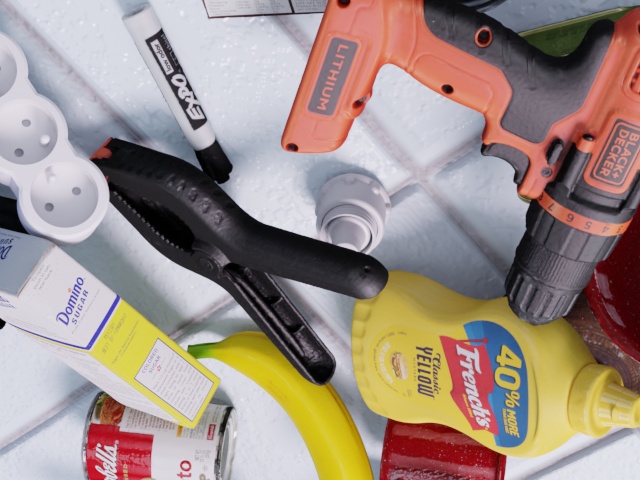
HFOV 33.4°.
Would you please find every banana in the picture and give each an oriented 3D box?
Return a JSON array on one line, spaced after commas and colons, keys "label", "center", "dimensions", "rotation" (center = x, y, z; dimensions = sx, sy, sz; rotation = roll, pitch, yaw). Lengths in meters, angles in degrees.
[{"label": "banana", "center": [-0.009, 0.133, 0.741], "dimensions": [0.070, 0.037, 0.198], "rotation": [-40, 82, 19]}]

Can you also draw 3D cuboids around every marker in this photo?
[{"label": "marker", "center": [-0.085, -0.086, 0.649], "dimensions": [0.020, 0.020, 0.121], "rotation": [-15, 120, 19]}]

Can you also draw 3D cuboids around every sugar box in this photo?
[{"label": "sugar box", "center": [-0.152, 0.056, 0.691], "dimensions": [0.094, 0.048, 0.176], "rotation": [11, 151, 40]}]

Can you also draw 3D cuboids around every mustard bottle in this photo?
[{"label": "mustard bottle", "center": [0.106, 0.080, 0.646], "dimensions": [0.192, 0.058, 0.096], "rotation": [11, 111, 43]}]

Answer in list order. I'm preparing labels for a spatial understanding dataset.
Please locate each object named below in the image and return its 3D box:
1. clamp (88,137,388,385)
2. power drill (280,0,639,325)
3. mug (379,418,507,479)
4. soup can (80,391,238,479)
[{"label": "clamp", "center": [-0.054, 0.001, 0.656], "dimensions": [0.210, 0.036, 0.165], "rotation": [38, 151, 1]}, {"label": "power drill", "center": [0.079, -0.054, 0.553], "dimensions": [0.187, 0.057, 0.185], "rotation": [19, 119, -2]}, {"label": "mug", "center": [0.084, 0.159, 0.731], "dimensions": [0.081, 0.117, 0.093], "rotation": [6, 113, 12]}, {"label": "soup can", "center": [-0.117, 0.150, 0.788], "dimensions": [0.102, 0.068, 0.068], "rotation": [5, 125, 6]}]
